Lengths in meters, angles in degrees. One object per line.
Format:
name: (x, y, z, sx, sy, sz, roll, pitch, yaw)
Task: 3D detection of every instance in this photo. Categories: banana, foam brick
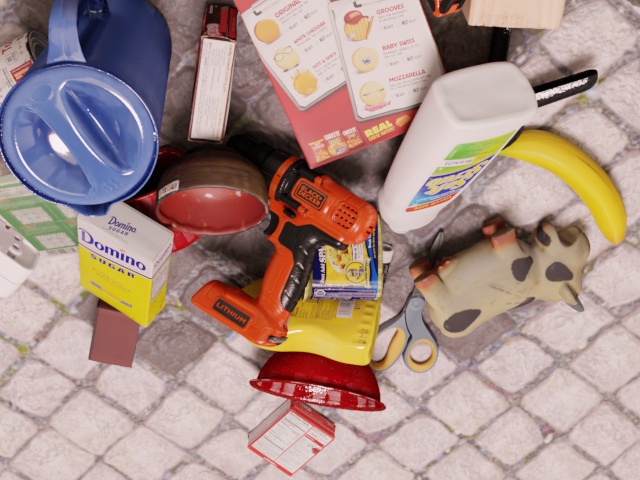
banana: (0.272, -0.066, 1.150, 0.197, 0.037, 0.070, 33, 145, -16)
foam brick: (-0.234, 0.098, 1.230, 0.051, 0.053, 0.078, 11, 121, -8)

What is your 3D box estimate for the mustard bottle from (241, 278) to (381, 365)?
mustard bottle: (-0.031, 0.084, 1.194, 0.192, 0.096, 0.058, 8, 133, 8)

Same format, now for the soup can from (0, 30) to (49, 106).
soup can: (-0.313, -0.157, 1.066, 0.102, 0.068, 0.068, -25, 118, 13)

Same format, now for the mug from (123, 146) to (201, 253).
mug: (-0.177, -0.039, 1.134, 0.117, 0.093, 0.081, 0, 131, 33)

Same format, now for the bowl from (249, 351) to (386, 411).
bowl: (0.001, 0.156, 1.238, 0.162, 0.055, 0.162, 10, 164, 3)

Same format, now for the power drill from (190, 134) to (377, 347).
power drill: (-0.057, 0.001, 1.108, 0.185, 0.057, 0.188, 32, 97, 19)

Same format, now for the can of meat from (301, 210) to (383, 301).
can of meat: (0.023, 0.015, 1.160, 0.084, 0.057, 0.102, 1, 78, -5)

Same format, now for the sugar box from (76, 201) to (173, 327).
sugar box: (-0.206, 0.022, 1.119, 0.093, 0.048, 0.176, 31, 155, 6)

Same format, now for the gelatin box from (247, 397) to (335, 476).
gelatin box: (-0.036, 0.244, 1.334, 0.073, 0.030, 0.089, 37, 114, -19)

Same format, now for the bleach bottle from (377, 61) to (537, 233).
bleach bottle: (0.122, -0.077, 1.073, 0.102, 0.068, 0.251, -14, 158, -20)

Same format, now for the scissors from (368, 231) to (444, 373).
scissors: (0.125, 0.084, 1.247, 0.096, 0.016, 0.202, 25, 117, -17)

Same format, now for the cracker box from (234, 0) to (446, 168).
cracker box: (0.024, -0.199, 1.044, 0.164, 0.072, 0.213, -21, 118, 9)

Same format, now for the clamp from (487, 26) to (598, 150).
clamp: (0.182, -0.154, 1.091, 0.172, 0.039, 0.120, -41, 94, 24)

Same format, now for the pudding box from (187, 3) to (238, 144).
pudding box: (-0.105, -0.165, 1.051, 0.039, 0.090, 0.113, 6, 121, -6)

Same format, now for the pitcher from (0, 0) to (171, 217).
pitcher: (-0.201, -0.150, 0.970, 0.145, 0.243, 0.149, 36, 114, -20)
